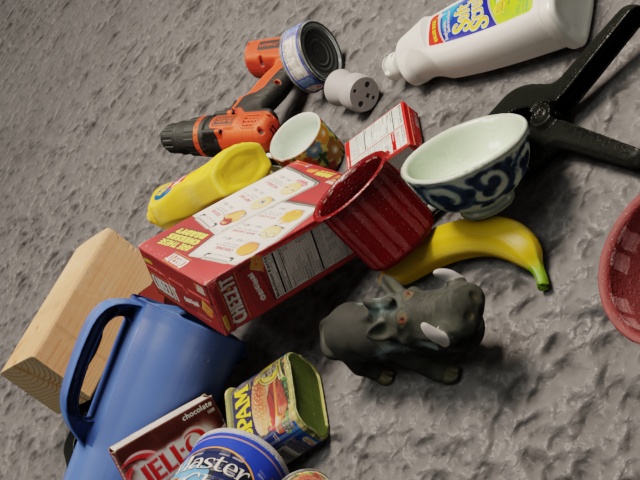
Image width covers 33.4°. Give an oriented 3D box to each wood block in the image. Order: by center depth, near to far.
[{"bbox_3d":[-0.293,0.097,1.323,0.090,0.090,0.206,-27,30,44],"label":"wood block"}]

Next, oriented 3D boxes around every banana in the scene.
[{"bbox_3d":[0.131,0.011,0.987,0.198,0.037,0.069,-4,56,49],"label":"banana"}]

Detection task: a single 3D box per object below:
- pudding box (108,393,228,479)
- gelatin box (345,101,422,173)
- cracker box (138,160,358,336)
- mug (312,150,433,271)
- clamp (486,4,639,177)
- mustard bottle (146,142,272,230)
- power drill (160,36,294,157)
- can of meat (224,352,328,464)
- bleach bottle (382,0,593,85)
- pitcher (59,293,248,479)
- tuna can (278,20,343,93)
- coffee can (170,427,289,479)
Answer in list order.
[{"bbox_3d":[-0.139,0.217,1.051,0.113,0.090,0.039,-29,8,-21],"label":"pudding box"},{"bbox_3d":[0.070,-0.098,1.163,0.089,0.030,0.073,-34,38,27],"label":"gelatin box"},{"bbox_3d":[-0.057,0.001,1.113,0.213,0.072,0.164,-31,27,-22],"label":"cracker box"},{"bbox_3d":[0.057,-0.032,1.027,0.093,0.081,0.117,-33,20,35],"label":"mug"},{"bbox_3d":[0.219,-0.122,0.990,0.210,0.036,0.164,-13,60,48],"label":"clamp"},{"bbox_3d":[-0.147,-0.055,1.263,0.192,0.058,0.096,-23,12,46],"label":"mustard bottle"},{"bbox_3d":[-0.099,-0.178,1.358,0.185,0.057,0.187,3,50,36],"label":"power drill"},{"bbox_3d":[-0.042,0.170,1.044,0.084,0.057,0.102,-36,38,21],"label":"can of meat"},{"bbox_3d":[0.163,-0.214,1.123,0.251,0.068,0.102,-17,49,45],"label":"bleach bottle"},{"bbox_3d":[-0.191,0.182,1.119,0.145,0.149,0.243,44,-111,-79],"label":"pitcher"},{"bbox_3d":[-0.010,-0.228,1.321,0.034,0.086,0.086,-19,47,38],"label":"tuna can"},{"bbox_3d":[-0.098,0.250,0.953,0.103,0.103,0.140,-30,13,32],"label":"coffee can"}]
